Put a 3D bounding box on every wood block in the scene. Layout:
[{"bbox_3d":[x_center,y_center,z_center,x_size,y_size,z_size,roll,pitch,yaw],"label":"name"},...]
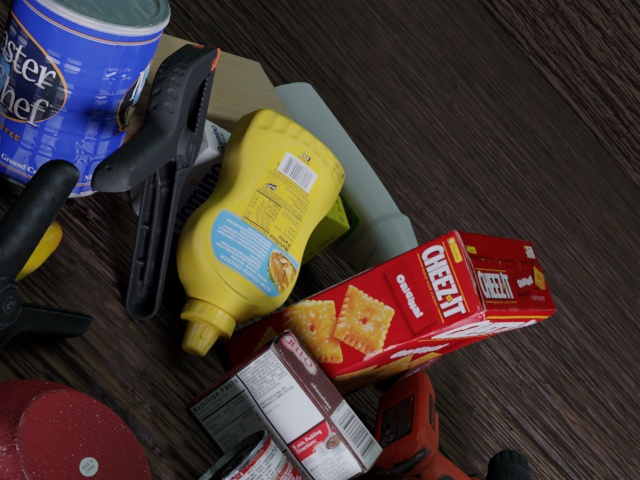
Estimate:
[{"bbox_3d":[-0.122,-0.113,0.931,0.205,0.090,0.091,2,54,-59],"label":"wood block"}]

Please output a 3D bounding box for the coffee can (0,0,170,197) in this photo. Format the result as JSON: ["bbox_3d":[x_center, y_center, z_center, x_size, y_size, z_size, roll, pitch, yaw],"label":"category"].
[{"bbox_3d":[-0.175,-0.116,0.744,0.102,0.140,0.103,19,32,-13],"label":"coffee can"}]

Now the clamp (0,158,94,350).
[{"bbox_3d":[-0.190,0.039,0.625,0.171,0.039,0.120,-46,135,-45],"label":"clamp"}]

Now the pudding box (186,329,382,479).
[{"bbox_3d":[-0.026,0.133,0.758,0.113,0.090,0.039,53,26,1],"label":"pudding box"}]

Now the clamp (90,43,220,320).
[{"bbox_3d":[-0.112,-0.068,0.757,0.164,0.036,0.210,89,12,-62],"label":"clamp"}]

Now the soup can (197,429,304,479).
[{"bbox_3d":[-0.030,0.186,0.704,0.102,0.069,0.068,51,24,-4],"label":"soup can"}]

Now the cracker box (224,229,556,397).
[{"bbox_3d":[0.058,0.067,0.844,0.164,0.214,0.072,5,64,-60],"label":"cracker box"}]

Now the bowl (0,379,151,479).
[{"bbox_3d":[-0.145,0.135,0.589,0.162,0.055,0.162,40,27,-26],"label":"bowl"}]

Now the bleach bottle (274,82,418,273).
[{"bbox_3d":[0.019,-0.034,1.008,0.068,0.103,0.251,-16,56,-30],"label":"bleach bottle"}]

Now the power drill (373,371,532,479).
[{"bbox_3d":[0.126,0.203,0.929,0.187,0.057,0.184,46,23,-16],"label":"power drill"}]

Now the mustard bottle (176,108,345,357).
[{"bbox_3d":[-0.056,0.001,0.809,0.096,0.058,0.191,38,63,-28],"label":"mustard bottle"}]

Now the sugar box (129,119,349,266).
[{"bbox_3d":[-0.067,-0.030,0.909,0.176,0.093,0.048,25,35,-43],"label":"sugar box"}]
